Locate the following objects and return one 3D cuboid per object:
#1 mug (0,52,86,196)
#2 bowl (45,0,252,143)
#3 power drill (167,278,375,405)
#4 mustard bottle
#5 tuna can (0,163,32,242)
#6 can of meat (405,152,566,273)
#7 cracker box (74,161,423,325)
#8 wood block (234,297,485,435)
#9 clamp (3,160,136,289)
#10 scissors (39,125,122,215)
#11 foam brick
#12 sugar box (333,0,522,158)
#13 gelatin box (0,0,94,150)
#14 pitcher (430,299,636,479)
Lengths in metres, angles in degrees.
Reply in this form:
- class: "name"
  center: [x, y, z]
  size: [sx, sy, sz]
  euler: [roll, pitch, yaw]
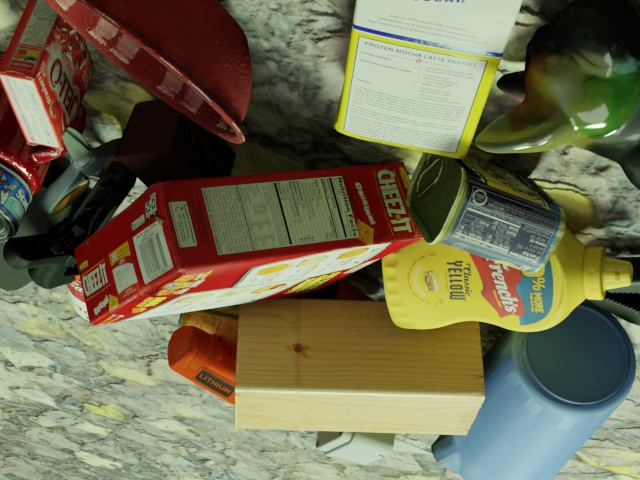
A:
- class: "mug"
  center: [-0.233, -0.084, 0.822]
  size: [0.117, 0.081, 0.093]
  euler: [3, 150, 21]
- class: "bowl"
  center: [-0.097, -0.130, 0.662]
  size: [0.162, 0.055, 0.162]
  euler: [36, 174, 4]
- class: "power drill"
  center: [-0.060, 0.074, 1.005]
  size: [0.184, 0.057, 0.188]
  euler: [35, 127, -25]
- class: "mustard bottle"
  center: [0.147, 0.024, 0.844]
  size: [0.192, 0.058, 0.096]
  euler: [0, 107, 23]
- class: "tuna can"
  center: [-0.264, -0.033, 0.803]
  size: [0.086, 0.033, 0.086]
  euler: [11, 152, 6]
- class: "can of meat"
  center: [0.116, -0.023, 0.757]
  size: [0.083, 0.102, 0.057]
  euler: [18, 108, -14]
- class: "cracker box"
  center: [-0.055, 0.001, 0.810]
  size: [0.213, 0.072, 0.164]
  euler: [-8, 168, -35]
- class: "wood block"
  center: [0.030, 0.110, 0.928]
  size: [0.206, 0.091, 0.090]
  euler: [3, 148, -3]
- class: "clamp"
  center: [-0.211, 0.005, 0.869]
  size: [0.039, 0.120, 0.172]
  euler: [52, 150, 9]
- class: "scissors"
  center: [-0.190, -0.050, 0.798]
  size: [0.016, 0.096, 0.201]
  euler: [50, -173, 1]
- class: "foam brick"
  center: [-0.111, -0.066, 0.828]
  size: [0.051, 0.053, 0.078]
  euler: [-3, 149, 29]
- class: "sugar box"
  center: [0.064, -0.122, 0.653]
  size: [0.093, 0.048, 0.176]
  euler: [12, 149, 1]
- class: "gelatin box"
  center: [-0.190, -0.117, 0.749]
  size: [0.030, 0.073, 0.089]
  euler: [11, 152, 7]
- class: "pitcher"
  center: [0.206, 0.141, 0.983]
  size: [0.145, 0.149, 0.243]
  euler: [25, 154, 6]
